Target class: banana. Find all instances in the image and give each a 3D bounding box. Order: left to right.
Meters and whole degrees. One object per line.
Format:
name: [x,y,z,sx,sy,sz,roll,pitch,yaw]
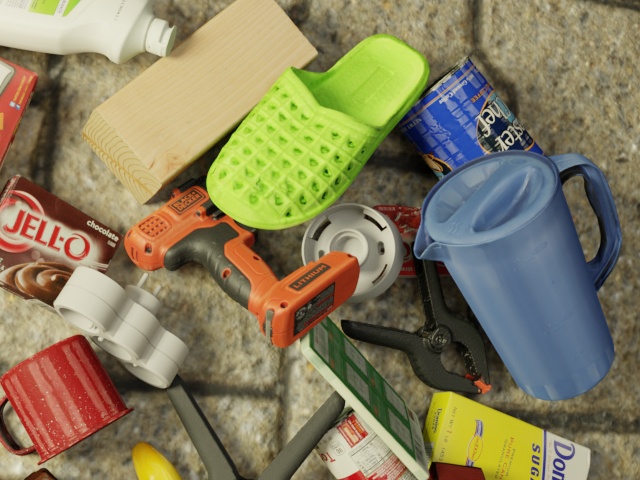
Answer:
banana: [-0.131,0.275,0.935,0.070,0.037,0.198,-6,78,12]

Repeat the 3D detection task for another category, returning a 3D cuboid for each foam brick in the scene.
foam brick: [0.123,0.257,1.009,0.053,0.051,0.078,9,118,-10]

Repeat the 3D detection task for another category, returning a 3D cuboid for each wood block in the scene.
wood block: [-0.113,-0.138,1.009,0.205,0.090,0.091,-43,97,-22]

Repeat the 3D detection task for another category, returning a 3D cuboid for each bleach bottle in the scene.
bleach bottle: [-0.254,-0.207,0.943,0.251,0.068,0.102,18,71,0]

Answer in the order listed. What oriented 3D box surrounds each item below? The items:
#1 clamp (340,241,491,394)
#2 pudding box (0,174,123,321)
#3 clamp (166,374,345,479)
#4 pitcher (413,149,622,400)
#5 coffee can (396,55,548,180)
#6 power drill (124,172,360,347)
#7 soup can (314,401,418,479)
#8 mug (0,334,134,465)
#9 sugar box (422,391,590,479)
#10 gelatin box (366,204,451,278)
clamp: [0.102,0.099,1.068,0.120,0.039,0.171,-37,103,-5]
pudding box: [-0.245,0.009,0.945,0.113,0.039,0.090,33,69,-27]
clamp: [-0.076,0.221,0.968,0.164,0.036,0.210,11,85,8]
pitcher: [0.210,0.036,1.035,0.242,0.149,0.144,59,46,-33]
coffee can: [0.155,-0.104,1.100,0.102,0.103,0.140,-42,96,-23]
power drill: [-0.056,0.001,0.977,0.188,0.057,0.184,34,56,28]
soup can: [0.041,0.206,1.013,0.068,0.069,0.102,-37,94,-24]
mug: [-0.230,0.139,0.917,0.117,0.093,0.081,-31,87,12]
sugar box: [0.185,0.226,1.078,0.176,0.048,0.093,22,73,-15]
gelatin box: [0.094,0.002,1.095,0.089,0.030,0.073,0,81,-21]
